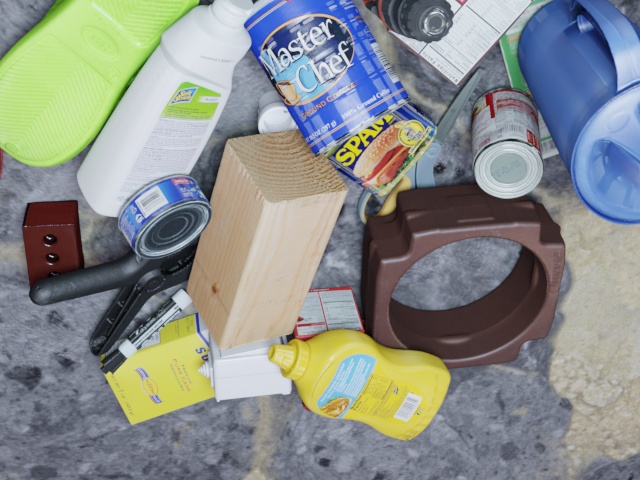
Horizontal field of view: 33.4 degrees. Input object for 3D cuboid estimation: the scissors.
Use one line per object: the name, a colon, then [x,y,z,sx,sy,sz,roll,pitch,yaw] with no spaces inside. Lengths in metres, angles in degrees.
scissors: [0.123,-0.080,1.108,0.096,0.016,0.202,36,111,-28]

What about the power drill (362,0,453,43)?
power drill: [0.102,-0.264,0.903,0.057,0.184,0.188,23,106,-22]

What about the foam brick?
foam brick: [-0.269,0.005,1.077,0.053,0.051,0.078,-3,122,-7]

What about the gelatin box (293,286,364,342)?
gelatin box: [0.005,0.087,1.149,0.073,0.089,0.030,-5,122,-6]

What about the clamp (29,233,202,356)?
clamp: [-0.181,0.039,1.099,0.210,0.036,0.164,-31,153,-11]

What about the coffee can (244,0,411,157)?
coffee can: [0.003,-0.160,0.956,0.103,0.102,0.140,-31,93,10]

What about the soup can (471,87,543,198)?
soup can: [0.183,-0.096,1.047,0.068,0.102,0.068,4,127,4]

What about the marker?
marker: [-0.187,0.099,1.140,0.121,0.020,0.020,-43,121,-10]

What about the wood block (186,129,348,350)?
wood block: [-0.058,0.001,1.044,0.090,0.091,0.206,-11,141,-31]

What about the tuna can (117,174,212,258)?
tuna can: [-0.146,-0.021,1.008,0.086,0.034,0.086,-29,156,-14]

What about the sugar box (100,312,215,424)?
sugar box: [-0.144,0.133,1.181,0.176,0.048,0.093,-18,122,4]

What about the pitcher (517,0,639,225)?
pitcher: [0.252,-0.137,0.939,0.144,0.243,0.149,17,119,-17]

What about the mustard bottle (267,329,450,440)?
mustard bottle: [0.033,0.141,1.099,0.191,0.058,0.096,20,113,-25]

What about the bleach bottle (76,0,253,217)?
bleach bottle: [-0.127,-0.123,0.960,0.102,0.068,0.251,-7,147,-45]

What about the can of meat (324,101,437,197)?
can of meat: [0.054,-0.103,1.059,0.083,0.057,0.102,32,111,-27]

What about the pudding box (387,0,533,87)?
pudding box: [0.131,-0.215,1.005,0.090,0.039,0.114,36,112,-16]
